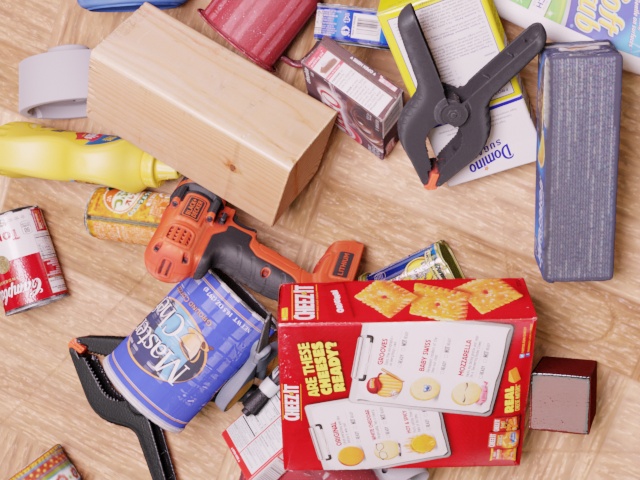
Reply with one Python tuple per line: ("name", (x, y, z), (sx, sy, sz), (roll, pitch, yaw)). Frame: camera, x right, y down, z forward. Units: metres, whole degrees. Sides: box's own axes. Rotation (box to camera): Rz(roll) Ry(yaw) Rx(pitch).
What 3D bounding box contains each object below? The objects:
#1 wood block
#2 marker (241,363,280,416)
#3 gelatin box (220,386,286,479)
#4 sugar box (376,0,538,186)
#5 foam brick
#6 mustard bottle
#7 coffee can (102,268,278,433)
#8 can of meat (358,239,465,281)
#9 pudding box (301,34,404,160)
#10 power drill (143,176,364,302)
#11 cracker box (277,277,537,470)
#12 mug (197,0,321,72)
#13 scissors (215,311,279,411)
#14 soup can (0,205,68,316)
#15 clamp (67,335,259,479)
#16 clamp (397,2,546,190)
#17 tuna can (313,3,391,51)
("wood block", (-0.102, -0.115, 0.973), (0.206, 0.090, 0.091), (31, 143, 7))
("marker", (-0.032, 0.125, 1.038), (0.020, 0.020, 0.121), (43, 86, 10))
("gelatin box", (-0.045, 0.187, 1.036), (0.089, 0.030, 0.073), (-42, 41, 1))
("sugar box", (0.124, -0.140, 0.927), (0.093, 0.048, 0.176), (-16, 121, 19))
("foam brick", (0.216, 0.136, 0.946), (0.051, 0.078, 0.053), (2, 94, 19))
("mustard bottle", (-0.226, -0.081, 1.061), (0.192, 0.096, 0.058), (8, 98, 18))
("coffee can", (-0.124, 0.100, 1.026), (0.103, 0.102, 0.140), (44, 91, 9))
("can of meat", (0.096, 0.060, 0.990), (0.084, 0.057, 0.102), (-26, 88, 17))
("pudding box", (0.031, -0.126, 0.961), (0.090, 0.113, 0.039), (37, 79, 11))
("power drill", (-0.057, 0.001, 0.997), (0.187, 0.184, 0.057), (23, 128, -2))
("cracker box", (0.071, 0.117, 0.932), (0.213, 0.072, 0.164), (-1, 121, 0))
("mug", (-0.045, -0.210, 0.997), (0.117, 0.093, 0.081), (36, 103, -20))
("scissors", (-0.067, 0.115, 0.975), (0.016, 0.202, 0.096), (44, 84, 12))
("soup can", (-0.312, 0.021, 1.117), (0.069, 0.068, 0.102), (-19, 89, 19))
("clamp", (-0.180, 0.174, 1.103), (0.210, 0.036, 0.164), (29, 97, 14))
("clamp", (0.120, -0.118, 0.891), (0.120, 0.039, 0.171), (4, 132, 4))
("tuna can", (0.037, -0.192, 0.966), (0.086, 0.086, 0.034), (11, 100, 17))
